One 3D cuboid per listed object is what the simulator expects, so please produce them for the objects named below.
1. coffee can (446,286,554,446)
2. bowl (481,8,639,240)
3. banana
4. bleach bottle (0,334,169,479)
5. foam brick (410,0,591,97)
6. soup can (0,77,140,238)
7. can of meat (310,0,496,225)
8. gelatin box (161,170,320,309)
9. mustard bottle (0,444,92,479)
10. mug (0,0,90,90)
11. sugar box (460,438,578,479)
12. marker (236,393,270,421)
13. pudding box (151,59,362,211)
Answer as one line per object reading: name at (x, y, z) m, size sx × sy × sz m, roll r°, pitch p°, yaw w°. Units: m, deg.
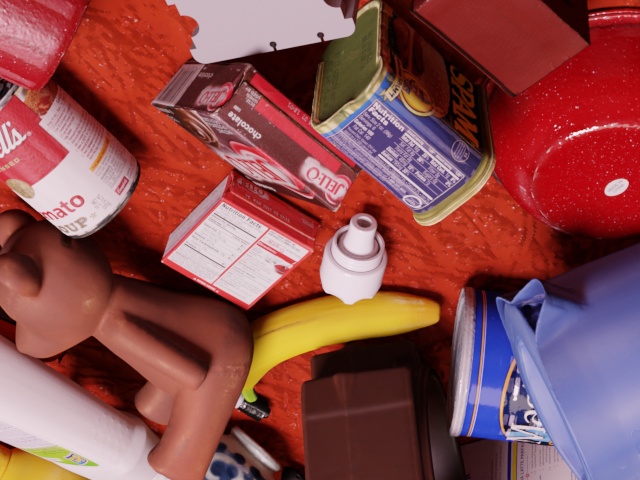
coffee can at (0.161, 0.090, 0.727) m, size 0.140 × 0.102 × 0.103 m, roll 6°, pitch 138°, yaw 4°
bowl at (0.167, -0.050, 0.611) m, size 0.162 × 0.055 × 0.162 m, roll 6°, pitch 138°, yaw 5°
banana at (-0.007, 0.071, 0.792) m, size 0.198 × 0.037 × 0.069 m, roll -26°, pitch 145°, yaw 34°
bleach bottle at (-0.209, 0.125, 0.781) m, size 0.103 × 0.068 × 0.250 m, roll -6°, pitch 145°, yaw 44°
foam brick at (0.093, -0.124, 0.548) m, size 0.078 × 0.053 × 0.051 m, roll 34°, pitch 133°, yaw -25°
soup can at (-0.169, -0.057, 0.659) m, size 0.069 × 0.068 × 0.102 m, roll -22°, pitch 130°, yaw 30°
can of meat at (0.044, -0.072, 0.577) m, size 0.083 × 0.102 × 0.058 m, roll 37°, pitch 122°, yaw -23°
gelatin box at (-0.055, 0.001, 0.728) m, size 0.073 × 0.030 × 0.089 m, roll 31°, pitch 134°, yaw -19°
mustard bottle at (-0.247, 0.242, 1.004) m, size 0.191 × 0.058 × 0.096 m, roll 34°, pitch 143°, yaw -23°
mug at (-0.164, -0.142, 0.563) m, size 0.081 × 0.093 × 0.117 m, roll 25°, pitch 99°, yaw -23°
sugar box at (0.181, 0.193, 0.842) m, size 0.177 × 0.093 × 0.048 m, roll -24°, pitch 127°, yaw 33°
marker at (-0.092, 0.116, 0.867) m, size 0.121 × 0.020 × 0.020 m, roll 30°, pitch 134°, yaw -21°
pudding box at (-0.037, -0.062, 0.606) m, size 0.090 × 0.039 × 0.114 m, roll 38°, pitch 175°, yaw -26°
